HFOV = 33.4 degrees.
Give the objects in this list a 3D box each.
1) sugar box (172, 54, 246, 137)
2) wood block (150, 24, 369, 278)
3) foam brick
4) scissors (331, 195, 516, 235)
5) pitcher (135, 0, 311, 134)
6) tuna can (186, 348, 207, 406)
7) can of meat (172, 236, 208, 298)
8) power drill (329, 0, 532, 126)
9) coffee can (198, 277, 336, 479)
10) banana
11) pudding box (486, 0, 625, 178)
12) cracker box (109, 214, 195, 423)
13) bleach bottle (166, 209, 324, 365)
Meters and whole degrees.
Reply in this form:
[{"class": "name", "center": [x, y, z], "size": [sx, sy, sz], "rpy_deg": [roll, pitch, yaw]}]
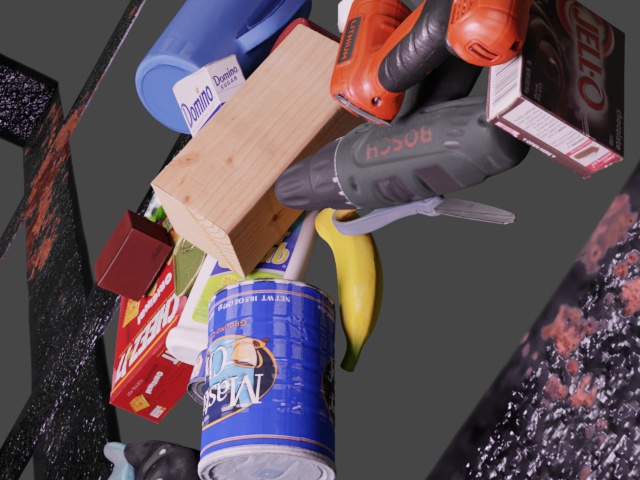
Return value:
[{"class": "sugar box", "center": [-0.087, -0.093, 1.093], "size": [0.048, 0.176, 0.093], "rpy_deg": [-29, 8, -29]}, {"class": "wood block", "center": [-0.042, -0.082, 0.961], "size": [0.206, 0.090, 0.091], "rpy_deg": [-50, -24, -18]}, {"class": "foam brick", "center": [-0.206, 0.018, 1.170], "size": [0.078, 0.053, 0.051], "rpy_deg": [-56, 27, 12]}, {"class": "scissors", "center": [0.070, -0.020, 0.836], "size": [0.096, 0.016, 0.202], "rpy_deg": [-35, 25, -4]}, {"class": "pitcher", "center": [-0.106, -0.237, 1.239], "size": [0.149, 0.145, 0.242], "rpy_deg": [106, -170, -49]}, {"class": "tuna can", "center": [-0.070, 0.124, 0.922], "size": [0.086, 0.086, 0.033], "rpy_deg": [-28, 39, 53]}, {"class": "can of meat", "center": [-0.098, 0.030, 1.079], "size": [0.057, 0.083, 0.102], "rpy_deg": [-53, 26, 22]}, {"class": "power drill", "center": [0.083, -0.173, 0.732], "size": [0.188, 0.057, 0.184], "rpy_deg": [-33, 37, 56]}, {"class": "coffee can", "center": [-0.039, 0.114, 0.823], "size": [0.103, 0.102, 0.140], "rpy_deg": [-36, 44, 46]}, {"class": "banana", "center": [0.022, 0.019, 0.904], "size": [0.070, 0.037, 0.198], "rpy_deg": [-49, 27, 28]}, {"class": "pudding box", "center": [0.155, -0.109, 0.698], "size": [0.039, 0.090, 0.113], "rpy_deg": [-34, 38, 51]}, {"class": "cracker box", "center": [-0.164, 0.067, 1.189], "size": [0.164, 0.072, 0.213], "rpy_deg": [-48, 28, 31]}, {"class": "bleach bottle", "center": [-0.057, 0.001, 1.006], "size": [0.068, 0.102, 0.250], "rpy_deg": [87, -161, -67]}]
